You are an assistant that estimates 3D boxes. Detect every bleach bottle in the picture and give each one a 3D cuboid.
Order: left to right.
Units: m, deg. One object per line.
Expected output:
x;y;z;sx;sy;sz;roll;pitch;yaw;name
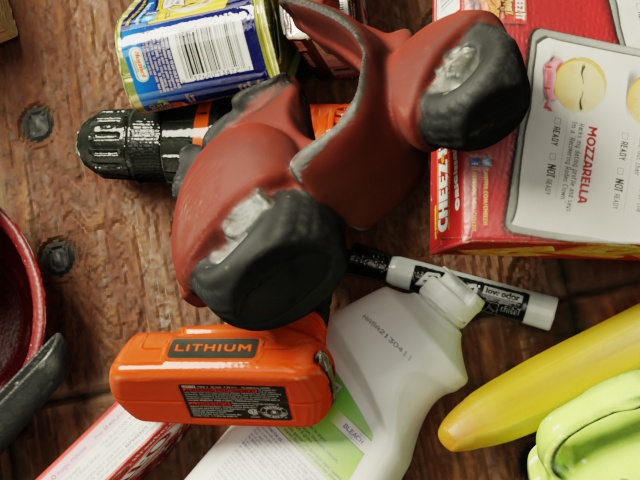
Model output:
-0.001;0.122;0.560;0.103;0.068;0.251;42;92;18;bleach bottle

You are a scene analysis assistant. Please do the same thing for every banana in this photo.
0.152;0.056;0.546;0.198;0.069;0.037;-29;69;12;banana

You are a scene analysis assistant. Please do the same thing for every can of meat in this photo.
-0.059;-0.113;0.584;0.084;0.102;0.057;-9;117;11;can of meat

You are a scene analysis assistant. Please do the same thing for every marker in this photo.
0.069;0.024;0.587;0.121;0.020;0.020;15;86;11;marker

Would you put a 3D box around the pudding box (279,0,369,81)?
0.002;-0.153;0.583;0.039;0.090;0.113;-5;83;11;pudding box

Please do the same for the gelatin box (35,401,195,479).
-0.107;0.113;0.578;0.089;0.073;0.030;-45;79;2;gelatin box

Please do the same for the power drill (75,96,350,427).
-0.054;0.001;0.555;0.184;0.057;0.187;0;56;10;power drill
